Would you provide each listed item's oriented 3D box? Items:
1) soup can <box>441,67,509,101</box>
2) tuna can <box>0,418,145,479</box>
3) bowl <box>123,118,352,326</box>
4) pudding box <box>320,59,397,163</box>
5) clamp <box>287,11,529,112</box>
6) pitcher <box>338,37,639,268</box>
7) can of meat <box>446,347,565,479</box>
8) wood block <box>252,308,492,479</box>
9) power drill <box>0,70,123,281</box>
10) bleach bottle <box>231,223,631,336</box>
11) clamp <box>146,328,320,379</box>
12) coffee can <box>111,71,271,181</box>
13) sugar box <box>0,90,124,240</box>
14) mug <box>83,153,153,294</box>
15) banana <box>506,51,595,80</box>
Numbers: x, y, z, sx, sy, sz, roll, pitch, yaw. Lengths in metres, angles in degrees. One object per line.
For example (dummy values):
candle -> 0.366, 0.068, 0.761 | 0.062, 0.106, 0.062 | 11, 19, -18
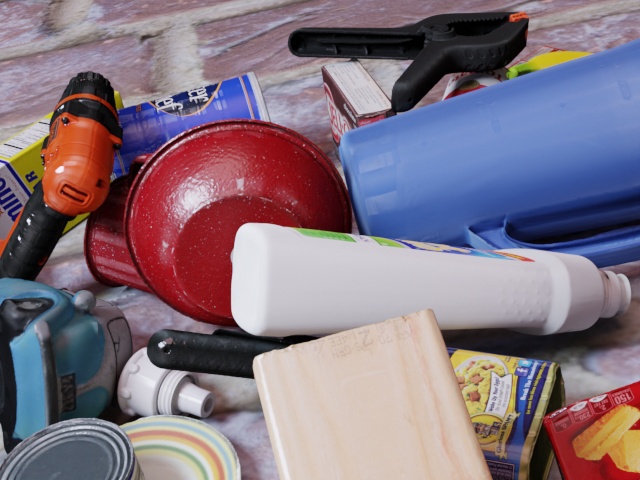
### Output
soup can -> 0.133, -0.103, 0.913 | 0.069, 0.068, 0.102 | 0, 34, 19
tuna can -> -0.146, 0.146, 0.625 | 0.086, 0.034, 0.086 | -9, 34, 6
bowl -> -0.055, 0.001, 0.730 | 0.162, 0.162, 0.055 | -13, 25, 0
pudding box -> 0.036, -0.093, 0.911 | 0.039, 0.090, 0.113 | -18, 33, -9
clamp -> 0.088, -0.166, 0.910 | 0.209, 0.036, 0.165 | -22, 38, -33
pitcher -> 0.143, -0.049, 0.784 | 0.243, 0.145, 0.149 | -14, 7, 5
can of meat -> 0.091, 0.109, 0.619 | 0.084, 0.057, 0.102 | 5, 37, 23
wood block -> 0.040, 0.148, 0.472 | 0.090, 0.091, 0.206 | -15, 59, -2
power drill -> -0.217, -0.030, 0.833 | 0.057, 0.188, 0.184 | 26, 25, -20
bleach bottle -> 0.075, 0.029, 0.682 | 0.250, 0.068, 0.103 | 3, 3, -15
clamp -> -0.017, 0.079, 0.699 | 0.171, 0.039, 0.120 | 9, 3, 7
coffee can -> -0.111, -0.079, 0.930 | 0.140, 0.103, 0.103 | -16, 33, -4
sugar box -> -0.240, -0.056, 0.951 | 0.048, 0.093, 0.176 | 13, 42, 34
mug -> -0.122, -0.010, 0.823 | 0.082, 0.117, 0.093 | 15, 25, 29
banana -> 0.258, -0.124, 0.899 | 0.198, 0.037, 0.069 | 16, 45, 13
